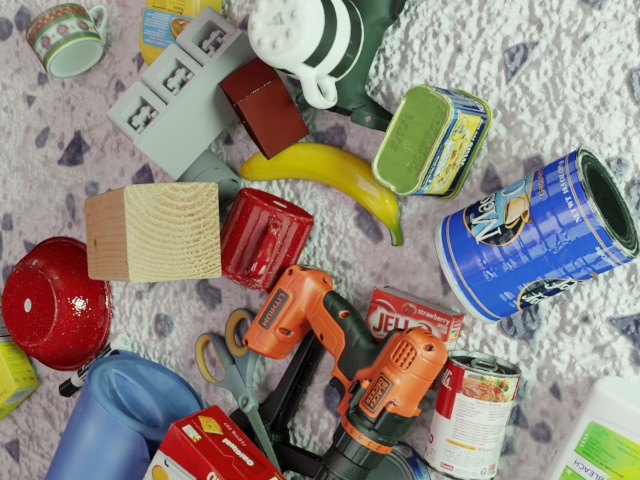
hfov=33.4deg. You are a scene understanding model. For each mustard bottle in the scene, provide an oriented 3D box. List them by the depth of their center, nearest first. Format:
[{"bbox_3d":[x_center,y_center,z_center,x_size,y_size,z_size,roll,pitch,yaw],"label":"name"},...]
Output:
[{"bbox_3d":[-0.146,-0.234,1.122,0.096,0.058,0.192,20,101,34],"label":"mustard bottle"}]

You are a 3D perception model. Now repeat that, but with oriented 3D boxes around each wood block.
[{"bbox_3d":[-0.172,-0.006,1.067,0.206,0.090,0.091,178,89,-68],"label":"wood block"}]

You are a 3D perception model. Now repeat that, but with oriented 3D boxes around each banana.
[{"bbox_3d":[0.002,-0.060,1.046,0.198,0.037,0.070,26,104,29],"label":"banana"}]

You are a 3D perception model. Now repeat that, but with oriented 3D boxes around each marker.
[{"bbox_3d":[-0.262,0.146,1.229,0.121,0.020,0.020,-39,71,27],"label":"marker"}]

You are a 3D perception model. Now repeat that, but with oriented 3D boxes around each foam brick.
[{"bbox_3d":[-0.055,-0.129,1.041,0.051,0.078,0.053,-32,39,-3],"label":"foam brick"}]

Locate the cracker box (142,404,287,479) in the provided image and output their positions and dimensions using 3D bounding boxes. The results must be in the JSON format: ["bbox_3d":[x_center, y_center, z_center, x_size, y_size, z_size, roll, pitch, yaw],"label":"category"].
[{"bbox_3d":[-0.107,0.291,1.038,0.164,0.071,0.214,43,125,21],"label":"cracker box"}]

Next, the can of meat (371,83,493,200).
[{"bbox_3d":[0.100,-0.088,0.957,0.057,0.083,0.102,32,108,27],"label":"can of meat"}]

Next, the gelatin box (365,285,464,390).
[{"bbox_3d":[0.083,0.090,1.003,0.089,0.030,0.073,20,101,30],"label":"gelatin box"}]

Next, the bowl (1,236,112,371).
[{"bbox_3d":[-0.319,0.075,1.242,0.162,0.055,0.162,1,91,32],"label":"bowl"}]

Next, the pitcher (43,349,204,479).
[{"bbox_3d":[-0.235,0.247,1.161,0.145,0.149,0.243,33,112,9],"label":"pitcher"}]

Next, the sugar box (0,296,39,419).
[{"bbox_3d":[-0.417,0.126,1.311,0.093,0.048,0.176,-40,72,27],"label":"sugar box"}]

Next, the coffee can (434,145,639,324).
[{"bbox_3d":[0.182,-0.003,0.896,0.141,0.102,0.103,-29,76,29],"label":"coffee can"}]

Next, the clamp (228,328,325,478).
[{"bbox_3d":[-0.043,0.206,1.067,0.210,0.036,0.164,-40,52,29],"label":"clamp"}]

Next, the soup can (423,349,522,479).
[{"bbox_3d":[0.135,0.156,0.950,0.069,0.068,0.102,17,101,31],"label":"soup can"}]

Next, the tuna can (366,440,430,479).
[{"bbox_3d":[0.062,0.234,1.018,0.086,0.033,0.086,1,92,32],"label":"tuna can"}]

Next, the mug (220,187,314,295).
[{"bbox_3d":[-0.057,0.001,1.044,0.093,0.117,0.081,23,100,-6],"label":"mug"}]

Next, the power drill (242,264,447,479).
[{"bbox_3d":[0.010,0.124,0.988,0.188,0.057,0.184,41,102,36],"label":"power drill"}]

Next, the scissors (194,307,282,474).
[{"bbox_3d":[-0.066,0.144,1.074,0.096,0.016,0.202,-57,46,9],"label":"scissors"}]
